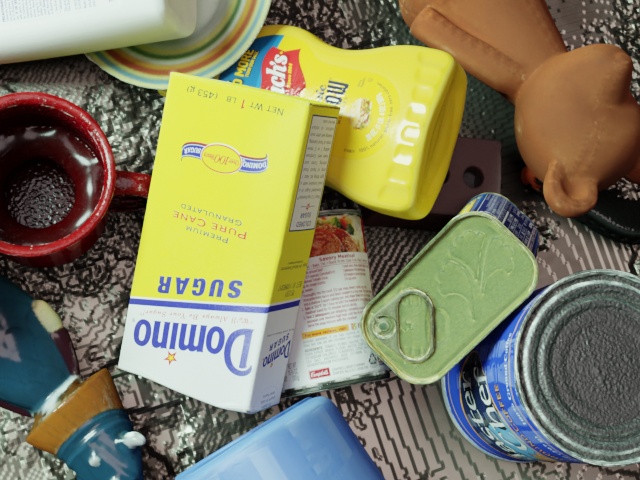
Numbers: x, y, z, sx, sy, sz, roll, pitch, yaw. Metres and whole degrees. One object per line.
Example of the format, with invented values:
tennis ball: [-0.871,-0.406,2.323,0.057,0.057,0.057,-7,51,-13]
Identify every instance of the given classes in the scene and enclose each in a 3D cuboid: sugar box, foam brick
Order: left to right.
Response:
sugar box: [-0.054,0.001,0.603,0.093,0.048,0.176,15,98,25]
foam brick: [0.069,-0.036,0.673,0.078,0.051,0.053,5,78,-8]

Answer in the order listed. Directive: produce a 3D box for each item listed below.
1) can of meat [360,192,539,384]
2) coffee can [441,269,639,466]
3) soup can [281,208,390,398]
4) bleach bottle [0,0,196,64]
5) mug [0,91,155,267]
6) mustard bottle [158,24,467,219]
can of meat: [0.078,0.024,0.609,0.057,0.083,0.102,44,109,2]
coffee can: [0.138,0.078,0.616,0.102,0.140,0.103,2,79,-9]
soup can: [0.001,0.038,0.641,0.068,0.068,0.102,-9,81,-11]
bleach bottle: [-0.200,-0.152,0.617,0.251,0.068,0.102,-4,86,13]
mug: [-0.153,-0.030,0.622,0.117,0.081,0.093,-1,79,-9]
mustard bottle: [-0.015,-0.079,0.640,0.192,0.058,0.096,15,88,25]
